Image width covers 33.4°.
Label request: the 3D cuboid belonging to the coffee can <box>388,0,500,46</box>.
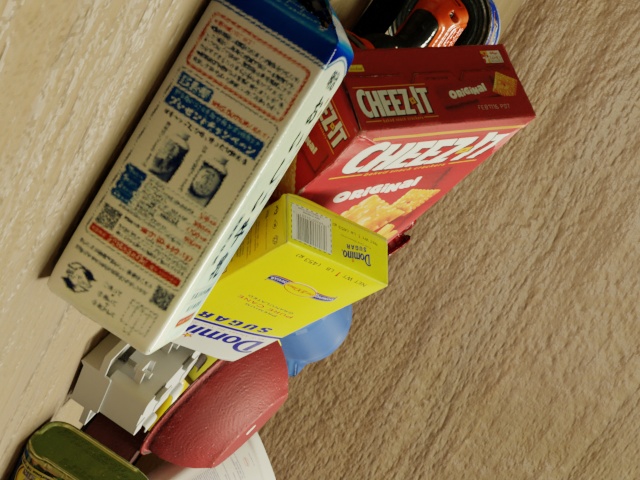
[{"bbox_3d":[0.130,-0.223,1.099,0.103,0.103,0.140,-58,174,14],"label":"coffee can"}]

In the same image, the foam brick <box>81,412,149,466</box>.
[{"bbox_3d":[-0.190,0.189,0.938,0.078,0.051,0.053,-54,174,-21],"label":"foam brick"}]

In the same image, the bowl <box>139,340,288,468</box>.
[{"bbox_3d":[-0.079,0.147,0.930,0.162,0.055,0.162,-43,170,-10],"label":"bowl"}]

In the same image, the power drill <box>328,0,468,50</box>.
[{"bbox_3d":[0.032,-0.125,0.900,0.187,0.057,0.185,-30,157,-55],"label":"power drill"}]

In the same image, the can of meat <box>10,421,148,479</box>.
[{"bbox_3d":[-0.184,0.196,0.791,0.084,0.102,0.057,-61,173,22],"label":"can of meat"}]

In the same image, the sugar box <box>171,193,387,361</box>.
[{"bbox_3d":[-0.045,0.033,0.762,0.177,0.093,0.048,-32,-135,40],"label":"sugar box"}]

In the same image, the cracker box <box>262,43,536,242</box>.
[{"bbox_3d":[0.028,-0.053,0.782,0.163,0.072,0.214,-10,159,-36],"label":"cracker box"}]

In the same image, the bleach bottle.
[{"bbox_3d":[-0.144,0.248,0.940,0.068,0.102,0.250,-23,178,39],"label":"bleach bottle"}]
